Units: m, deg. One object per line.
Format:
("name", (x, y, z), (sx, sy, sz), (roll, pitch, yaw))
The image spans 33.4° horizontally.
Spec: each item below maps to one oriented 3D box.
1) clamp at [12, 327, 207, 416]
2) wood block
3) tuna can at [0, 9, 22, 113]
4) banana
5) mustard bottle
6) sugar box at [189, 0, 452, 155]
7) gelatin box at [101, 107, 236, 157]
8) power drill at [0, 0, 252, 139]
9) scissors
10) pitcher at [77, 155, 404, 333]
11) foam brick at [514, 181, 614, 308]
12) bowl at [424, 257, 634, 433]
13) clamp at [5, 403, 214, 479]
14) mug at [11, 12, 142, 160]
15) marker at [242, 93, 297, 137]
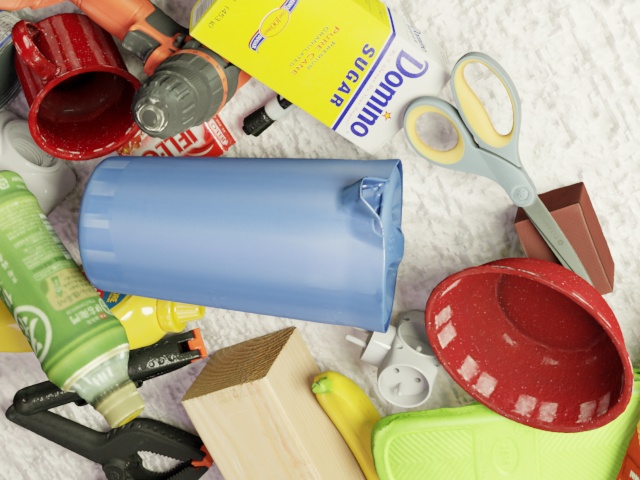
("clamp", (-0.180, 0.121, 0.969), (0.171, 0.120, 0.039), (-17, 87, 4))
("wood block", (-0.026, 0.193, 0.946), (0.090, 0.090, 0.206), (-19, 108, 24))
("tuna can", (-0.264, -0.143, 0.863), (0.034, 0.086, 0.086), (32, 119, 2))
("banana", (0.039, 0.180, 0.933), (0.037, 0.069, 0.197), (-21, 116, 24))
("mustard bottle", (-0.191, 0.060, 0.928), (0.192, 0.096, 0.058), (-1, 117, 17))
("sugar box", (0.002, -0.141, 0.769), (0.176, 0.048, 0.093), (31, 122, -26))
("gelatin box", (-0.126, -0.088, 0.878), (0.089, 0.030, 0.073), (-26, 106, 26))
("power drill", (-0.146, -0.149, 0.768), (0.187, 0.184, 0.057), (34, 115, -1))
("scissors", (0.127, -0.037, 0.781), (0.096, 0.016, 0.202), (-15, 104, 25))
("pitcher", (-0.055, 0.001, 0.836), (0.243, 0.145, 0.149), (5, 108, 9))
("foam brick", (0.187, 0.003, 0.816), (0.053, 0.051, 0.078), (-17, 108, 24))
("bowl", (0.161, 0.067, 0.792), (0.162, 0.055, 0.162), (22, 139, 21))
("clamp", (-0.195, 0.229, 1.042), (0.210, 0.036, 0.164), (-4, 113, 18))
("mug", (-0.197, -0.128, 0.827), (0.093, 0.081, 0.117), (-37, 143, 11))
("marker", (-0.015, -0.118, 0.838), (0.121, 0.020, 0.020), (-33, 102, 26))
